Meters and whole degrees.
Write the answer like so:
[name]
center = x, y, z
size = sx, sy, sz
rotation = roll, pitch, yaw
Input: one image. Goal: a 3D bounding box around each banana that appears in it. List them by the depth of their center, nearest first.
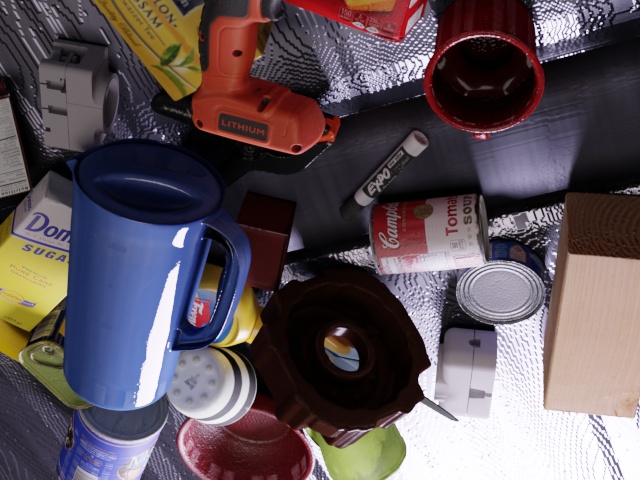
[banana]
center = -0.357, 0.080, 1.177
size = 0.070, 0.037, 0.198
rotation = -8, 128, 18

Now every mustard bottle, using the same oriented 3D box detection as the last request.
[mustard bottle]
center = -0.127, 0.062, 1.103
size = 0.191, 0.058, 0.096
rotation = 23, 130, -9

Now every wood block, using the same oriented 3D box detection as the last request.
[wood block]
center = 0.266, 0.064, 1.007
size = 0.091, 0.090, 0.206
rotation = 4, 131, 8

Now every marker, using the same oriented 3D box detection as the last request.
[marker]
center = 0.056, -0.057, 0.990
size = 0.020, 0.020, 0.121
rotation = 32, 129, -16

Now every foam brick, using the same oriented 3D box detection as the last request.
[foam brick]
center = -0.057, 0.001, 1.041
size = 0.051, 0.053, 0.078
rotation = 12, 130, 0

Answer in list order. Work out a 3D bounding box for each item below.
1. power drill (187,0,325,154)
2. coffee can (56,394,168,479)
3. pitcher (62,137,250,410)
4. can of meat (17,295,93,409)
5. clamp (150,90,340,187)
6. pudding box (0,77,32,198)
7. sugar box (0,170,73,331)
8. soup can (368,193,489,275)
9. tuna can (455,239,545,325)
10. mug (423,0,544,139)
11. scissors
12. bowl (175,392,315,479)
[power drill]
center = -0.034, -0.159, 0.786
size = 0.185, 0.057, 0.188
rotation = 17, 130, 20
[coffee can]
center = -0.243, 0.228, 1.239
size = 0.102, 0.102, 0.140
rotation = 21, 131, -7
[pitcher]
center = -0.163, 0.042, 0.982
size = 0.144, 0.149, 0.243
rotation = -2, 128, -24
[can of meat]
center = -0.268, 0.118, 1.162
size = 0.058, 0.084, 0.102
rotation = -23, 123, 27
[clamp]
center = -0.064, -0.084, 0.979
size = 0.172, 0.039, 0.120
rotation = 4, 138, 17
[pudding box]
center = -0.326, -0.087, 0.998
size = 0.090, 0.039, 0.113
rotation = -18, 133, -20
[sugar box]
center = -0.284, 0.014, 1.080
size = 0.093, 0.048, 0.176
rotation = 30, 126, -31
[soup can]
center = 0.102, -0.006, 0.993
size = 0.102, 0.068, 0.068
rotation = -6, 129, 15
[tuna can]
center = 0.176, 0.041, 1.041
size = 0.086, 0.033, 0.086
rotation = 6, 131, 6
[mug]
center = 0.133, -0.138, 0.864
size = 0.093, 0.081, 0.117
rotation = 1, 130, 10
[scissors]
center = 0.047, 0.143, 1.134
size = 0.201, 0.016, 0.096
rotation = 42, 137, -3
[bowl]
center = -0.082, 0.226, 1.237
size = 0.162, 0.055, 0.162
rotation = 6, 131, 6
